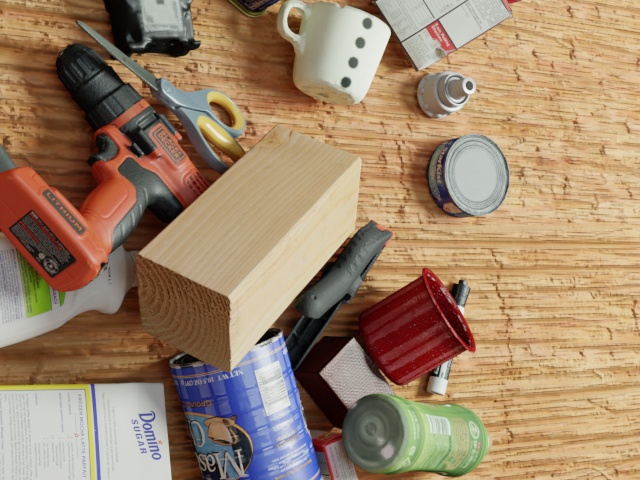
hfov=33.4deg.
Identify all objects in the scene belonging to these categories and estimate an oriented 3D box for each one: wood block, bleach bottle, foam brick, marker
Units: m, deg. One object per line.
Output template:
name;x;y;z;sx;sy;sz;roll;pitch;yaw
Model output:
wood block;-0.056;0.002;0.903;0.205;0.091;0.090;-48;153;-41
bleach bottle;-0.251;0.044;0.850;0.250;0.068;0.102;-7;90;-33
foam brick;0.023;0.135;1.008;0.053;0.051;0.078;-44;108;-27
marker;0.132;0.098;1.094;0.020;0.020;0.121;23;75;-27

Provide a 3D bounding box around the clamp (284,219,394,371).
clamp;0.012;0.049;0.998;0.039;0.120;0.171;40;47;6

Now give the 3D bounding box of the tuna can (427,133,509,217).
tuna can;0.154;-0.067;1.110;0.086;0.034;0.086;3;85;-30

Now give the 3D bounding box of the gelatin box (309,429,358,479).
gelatin box;0.006;0.220;0.979;0.030;0.073;0.089;-19;95;-31

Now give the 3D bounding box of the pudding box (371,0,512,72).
pudding box;0.121;-0.235;1.065;0.114;0.039;0.090;-30;105;16

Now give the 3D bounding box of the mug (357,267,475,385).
mug;0.093;0.086;1.029;0.081;0.117;0.093;-32;80;14

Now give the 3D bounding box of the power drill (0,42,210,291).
power drill;-0.185;-0.060;0.861;0.184;0.057;0.187;50;39;-8

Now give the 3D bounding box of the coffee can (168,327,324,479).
coffee can;-0.064;0.158;0.926;0.102;0.103;0.140;-18;95;-30

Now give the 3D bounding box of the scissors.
scissors;-0.127;-0.135;0.929;0.201;0.016;0.096;48;31;-24

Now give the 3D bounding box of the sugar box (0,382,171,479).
sugar box;-0.212;0.164;0.863;0.175;0.048;0.093;6;67;-32
